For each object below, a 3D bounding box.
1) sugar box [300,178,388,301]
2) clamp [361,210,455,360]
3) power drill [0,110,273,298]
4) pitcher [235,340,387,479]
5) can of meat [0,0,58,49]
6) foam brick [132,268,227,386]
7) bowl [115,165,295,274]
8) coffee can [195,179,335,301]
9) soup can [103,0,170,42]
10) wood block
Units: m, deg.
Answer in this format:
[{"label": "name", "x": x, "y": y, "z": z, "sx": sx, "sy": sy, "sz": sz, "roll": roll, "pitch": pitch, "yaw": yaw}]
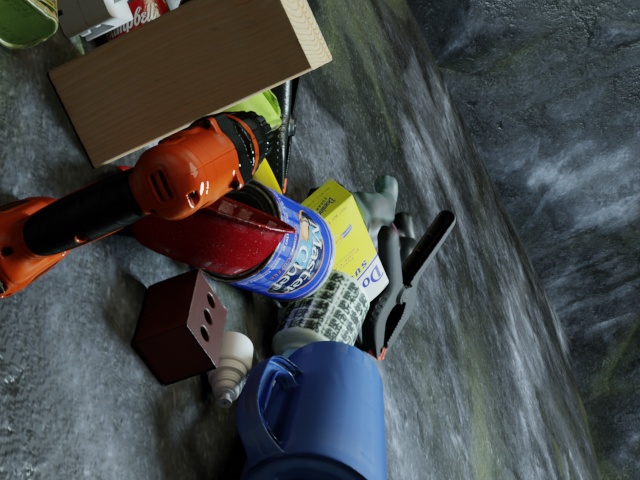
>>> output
[{"label": "sugar box", "x": 0.015, "y": 0.021, "z": 1.216, "sx": 0.048, "sy": 0.093, "sz": 0.176, "roll": 39, "pitch": -15, "yaw": 40}, {"label": "clamp", "x": 0.093, "y": 0.058, "z": 1.358, "sx": 0.036, "sy": 0.210, "sz": 0.164, "roll": 31, "pitch": 18, "yaw": 29}, {"label": "power drill", "x": -0.130, "y": -0.032, "z": 0.717, "sx": 0.057, "sy": 0.188, "sz": 0.184, "roll": 65, "pitch": 19, "yaw": -6}, {"label": "pitcher", "x": -0.005, "y": 0.179, "z": 0.961, "sx": 0.242, "sy": 0.145, "sz": 0.149, "roll": -77, "pitch": -179, "yaw": -68}, {"label": "can of meat", "x": -0.244, "y": -0.205, "z": 0.806, "sx": 0.102, "sy": 0.057, "sz": 0.084, "roll": 38, "pitch": 37, "yaw": -58}, {"label": "foam brick", "x": -0.114, "y": 0.071, "z": 0.877, "sx": 0.053, "sy": 0.051, "sz": 0.078, "roll": 59, "pitch": 19, "yaw": -30}, {"label": "bowl", "x": -0.105, "y": -0.012, "z": 0.910, "sx": 0.055, "sy": 0.162, "sz": 0.162, "roll": -70, "pitch": 162, "yaw": 4}, {"label": "coffee can", "x": -0.057, "y": 0.001, "z": 1.051, "sx": 0.140, "sy": 0.103, "sz": 0.103, "roll": 26, "pitch": 45, "yaw": -66}, {"label": "soup can", "x": -0.160, "y": -0.174, "z": 1.006, "sx": 0.102, "sy": 0.069, "sz": 0.068, "roll": 68, "pitch": 17, "yaw": -3}, {"label": "wood block", "x": -0.108, "y": -0.147, "z": 0.895, "sx": 0.091, "sy": 0.206, "sz": 0.090, "roll": 65, "pitch": 17, "yaw": -9}]
